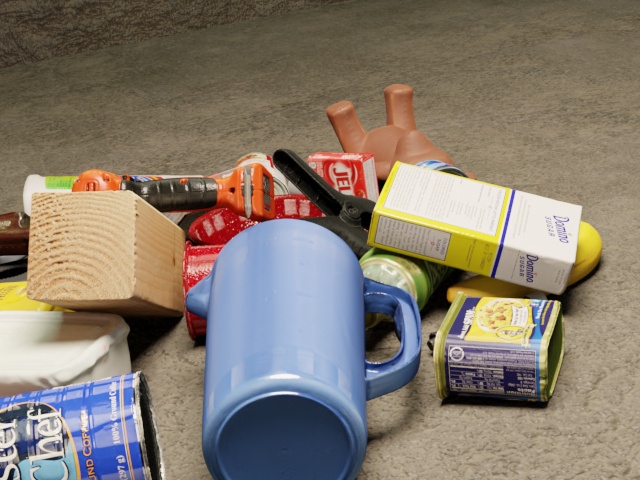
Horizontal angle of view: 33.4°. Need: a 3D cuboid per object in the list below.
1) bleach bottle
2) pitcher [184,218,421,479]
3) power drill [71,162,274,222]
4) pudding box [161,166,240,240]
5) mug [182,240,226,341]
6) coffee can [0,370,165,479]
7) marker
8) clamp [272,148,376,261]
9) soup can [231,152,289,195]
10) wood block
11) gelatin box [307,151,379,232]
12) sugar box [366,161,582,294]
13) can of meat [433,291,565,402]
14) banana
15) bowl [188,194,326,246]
[{"bbox_3d":[-0.240,-0.052,1.342,0.250,0.068,0.102,-5,18,-9],"label":"bleach bottle"},{"bbox_3d":[-0.015,0.087,0.791,0.149,0.145,0.243,-41,18,15],"label":"pitcher"},{"bbox_3d":[-0.143,-0.041,1.086,0.187,0.057,0.184,-3,-2,4],"label":"power drill"},{"bbox_3d":[-0.140,-0.037,1.232,0.089,0.039,0.114,-20,-14,-31],"label":"pudding box"},{"bbox_3d":[-0.080,0.047,0.998,0.081,0.093,0.117,-4,-17,1],"label":"mug"},{"bbox_3d":[-0.181,0.150,0.715,0.140,0.103,0.103,-10,20,-4],"label":"coffee can"},{"bbox_3d":[0.143,0.070,0.915,0.121,0.020,0.020,-19,22,-24],"label":"marker"},{"bbox_3d":[0.017,-0.015,1.064,0.171,0.039,0.120,27,48,-12],"label":"clamp"},{"bbox_3d":[-0.075,-0.063,1.306,0.068,0.068,0.102,-10,20,-4],"label":"soup can"},{"bbox_3d":[-0.186,0.018,0.962,0.090,0.091,0.206,-1,-9,4],"label":"wood block"},{"bbox_3d":[0.028,-0.055,1.207,0.073,0.089,0.030,4,24,32],"label":"gelatin box"},{"bbox_3d":[0.138,-0.013,0.947,0.176,0.048,0.093,17,38,8],"label":"sugar box"},{"bbox_3d":[0.141,0.082,0.829,0.084,0.057,0.102,1,23,21],"label":"can of meat"},{"bbox_3d":[0.204,0.025,0.988,0.197,0.037,0.070,-25,23,-37],"label":"banana"},{"bbox_3d":[-0.057,0.001,1.140,0.162,0.055,0.162,-8,20,3],"label":"bowl"}]
